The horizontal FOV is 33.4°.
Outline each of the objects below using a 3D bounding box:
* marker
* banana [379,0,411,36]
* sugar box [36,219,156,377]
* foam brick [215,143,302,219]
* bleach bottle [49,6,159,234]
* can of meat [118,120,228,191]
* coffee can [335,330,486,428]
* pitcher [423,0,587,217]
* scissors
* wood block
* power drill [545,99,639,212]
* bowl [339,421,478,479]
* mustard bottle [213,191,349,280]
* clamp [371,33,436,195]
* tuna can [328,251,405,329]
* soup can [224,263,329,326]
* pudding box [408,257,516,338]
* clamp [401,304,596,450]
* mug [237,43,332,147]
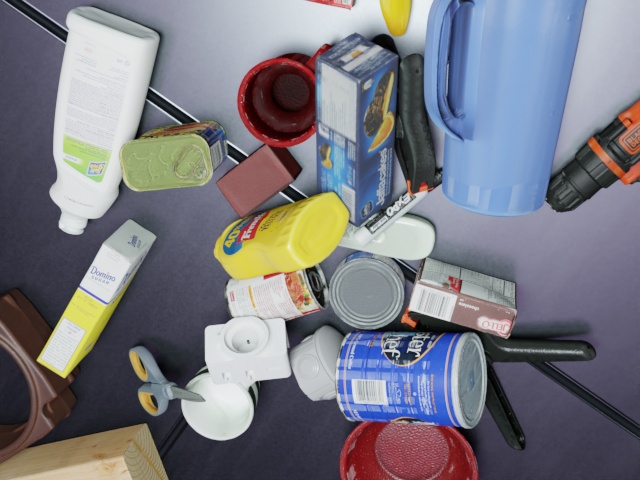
[{"bbox_3d":[0.088,-0.037,1.161,0.121,0.020,0.020,-39,98,-3],"label":"marker"},{"bbox_3d":[0.101,-0.306,1.080,0.069,0.037,0.198,31,111,1],"label":"banana"},{"bbox_3d":[-0.259,0.067,1.242,0.048,0.093,0.176,35,111,-3],"label":"sugar box"},{"bbox_3d":[-0.068,-0.071,1.182,0.078,0.053,0.051,-36,99,18],"label":"foam brick"},{"bbox_3d":[-0.258,-0.125,1.195,0.102,0.068,0.251,22,113,3],"label":"bleach bottle"},{"bbox_3d":[-0.158,-0.095,1.174,0.102,0.084,0.057,-5,107,12],"label":"can of meat"},{"bbox_3d":[0.100,0.151,1.170,0.140,0.102,0.103,-1,109,26],"label":"coffee can"},{"bbox_3d":[0.178,-0.150,1.066,0.149,0.145,0.243,7,112,8],"label":"pitcher"},{"bbox_3d":[-0.183,0.157,1.236,0.202,0.016,0.096,-35,77,61],"label":"scissors"},{"bbox_3d":[-0.309,0.305,1.333,0.206,0.090,0.091,-14,105,14],"label":"wood block"},{"bbox_3d":[0.354,-0.048,1.109,0.187,0.057,0.185,45,110,-6],"label":"power drill"},{"bbox_3d":[0.106,0.260,1.259,0.162,0.055,0.162,3,109,9],"label":"bowl"},{"bbox_3d":[-0.058,0.001,1.166,0.192,0.096,0.058,-13,122,51],"label":"mustard bottle"},{"bbox_3d":[0.093,-0.127,1.100,0.039,0.120,0.171,-17,105,-2],"label":"clamp"},{"bbox_3d":[0.054,0.055,1.212,0.086,0.033,0.086,3,109,9],"label":"tuna can"},{"bbox_3d":[-0.050,0.061,1.215,0.102,0.068,0.068,-19,104,17],"label":"soup can"},{"bbox_3d":[0.157,0.061,1.165,0.113,0.090,0.039,18,108,5],"label":"pudding box"},{"bbox_3d":[0.192,0.128,1.205,0.210,0.036,0.165,36,119,0],"label":"clamp"},{"bbox_3d":[-0.027,-0.162,1.128,0.093,0.081,0.117,38,111,-4],"label":"mug"}]
